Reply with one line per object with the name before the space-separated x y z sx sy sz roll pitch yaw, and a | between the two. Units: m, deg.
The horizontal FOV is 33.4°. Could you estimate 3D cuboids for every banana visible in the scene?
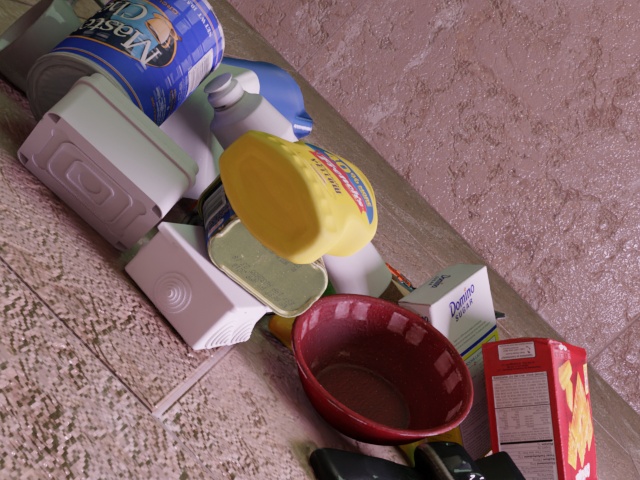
banana | 0.032 0.126 0.966 0.197 0.037 0.069 44 10 -8

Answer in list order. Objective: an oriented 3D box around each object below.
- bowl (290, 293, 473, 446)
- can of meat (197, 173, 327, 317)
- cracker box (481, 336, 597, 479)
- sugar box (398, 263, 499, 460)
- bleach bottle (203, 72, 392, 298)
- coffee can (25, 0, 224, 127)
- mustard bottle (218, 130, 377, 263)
bowl | 0.043 0.118 0.891 0.162 0.055 0.162 16 34 -11
can of meat | -0.044 0.002 0.824 0.102 0.057 0.084 40 15 -24
cracker box | 0.211 0.201 0.978 0.164 0.072 0.214 22 62 -64
sugar box | 0.130 0.119 1.004 0.093 0.048 0.176 -29 112 -42
bleach bottle | -0.032 -0.043 0.968 0.103 0.068 0.250 11 -38 52
coffee can | -0.156 -0.140 0.868 0.102 0.103 0.140 43 48 -10
mustard bottle | -0.003 -0.031 0.798 0.096 0.058 0.191 52 15 11
